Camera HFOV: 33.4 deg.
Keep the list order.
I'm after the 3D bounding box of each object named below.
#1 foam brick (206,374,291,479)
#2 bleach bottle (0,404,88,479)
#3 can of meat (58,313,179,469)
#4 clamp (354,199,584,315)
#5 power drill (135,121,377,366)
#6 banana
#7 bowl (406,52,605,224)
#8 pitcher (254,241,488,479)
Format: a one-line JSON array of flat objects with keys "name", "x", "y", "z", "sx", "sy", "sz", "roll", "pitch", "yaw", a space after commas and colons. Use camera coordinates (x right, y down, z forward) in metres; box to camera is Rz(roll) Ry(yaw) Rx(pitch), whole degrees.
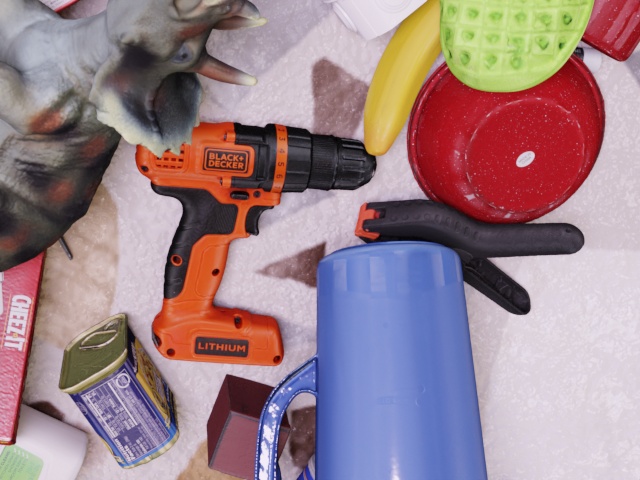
[{"name": "foam brick", "x": -0.059, "y": 0.150, "z": 0.856, "sx": 0.053, "sy": 0.078, "sz": 0.051, "roll": 19, "pitch": 103, "yaw": -11}, {"name": "bleach bottle", "x": -0.314, "y": 0.147, "z": 0.827, "sx": 0.250, "sy": 0.068, "sz": 0.102, "roll": 26, "pitch": 99, "yaw": -12}, {"name": "can of meat", "x": -0.153, "y": 0.116, "z": 0.821, "sx": 0.057, "sy": 0.102, "sz": 0.084, "roll": -30, "pitch": 110, "yaw": 0}, {"name": "clamp", "x": 0.115, "y": 0.002, "z": 0.833, "sx": 0.171, "sy": 0.039, "sz": 0.120, "roll": 19, "pitch": 140, "yaw": -13}, {"name": "power drill", "x": -0.055, "y": 0.001, "z": 0.826, "sx": 0.184, "sy": 0.057, "sz": 0.188, "roll": 5, "pitch": 103, "yaw": -9}, {"name": "banana", "x": 0.089, "y": -0.153, "z": 0.799, "sx": 0.198, "sy": 0.070, "sz": 0.037, "roll": -47, "pitch": 135, "yaw": 11}, {"name": "bowl", "x": 0.150, "y": -0.074, "z": 0.822, "sx": 0.162, "sy": 0.055, "sz": 0.162, "roll": -3, "pitch": 115, "yaw": -6}, {"name": "pitcher", "x": 0.045, "y": 0.128, "z": 0.773, "sx": 0.149, "sy": 0.145, "sz": 0.243, "roll": 8, "pitch": 75, "yaw": -45}]
